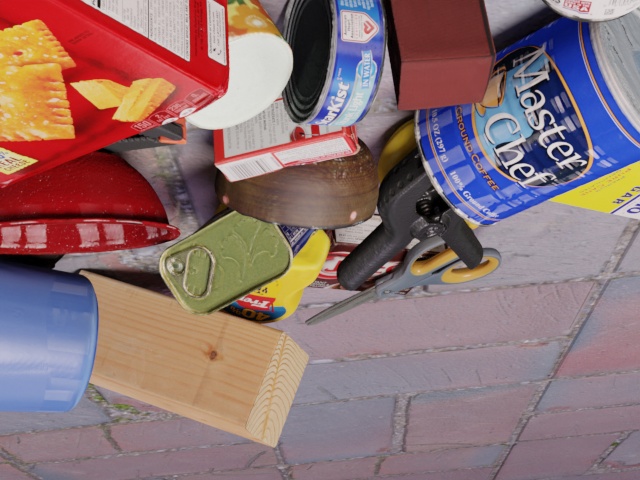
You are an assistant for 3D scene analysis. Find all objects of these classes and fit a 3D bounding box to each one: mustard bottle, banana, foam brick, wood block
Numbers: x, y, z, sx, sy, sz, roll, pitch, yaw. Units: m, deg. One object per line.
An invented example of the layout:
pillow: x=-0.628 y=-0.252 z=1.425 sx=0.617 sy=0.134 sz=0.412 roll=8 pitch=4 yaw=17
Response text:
mustard bottle: x=-0.059 y=0.029 z=0.929 sx=0.096 sy=0.058 sz=0.192 roll=23 pitch=154 yaw=-4
banana: x=0.084 y=-0.043 z=0.832 sx=0.070 sy=0.037 sz=0.197 roll=-9 pitch=157 yaw=11
foam brick: x=0.064 y=-0.120 z=0.599 sx=0.051 sy=0.078 sz=0.053 roll=-6 pitch=157 yaw=-2
wood block: x=-0.129 y=0.105 z=0.959 sx=0.206 sy=0.091 sz=0.090 roll=15 pitch=164 yaw=21

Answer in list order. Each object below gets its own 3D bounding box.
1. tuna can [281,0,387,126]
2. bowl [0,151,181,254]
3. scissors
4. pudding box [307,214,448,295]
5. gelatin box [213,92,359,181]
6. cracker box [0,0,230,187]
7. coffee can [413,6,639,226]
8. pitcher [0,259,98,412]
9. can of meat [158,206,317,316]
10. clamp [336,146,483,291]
tuna can: x=0.006 y=-0.107 z=0.604 sx=0.033 sy=0.086 sz=0.086 roll=2 pitch=156 yaw=-21
bowl: x=-0.178 y=-0.026 z=0.730 sx=0.162 sy=0.055 sz=0.162 roll=-4 pitch=173 yaw=-1
scissors: x=0.079 y=0.041 z=0.949 sx=0.096 sy=0.016 sz=0.202 roll=11 pitch=147 yaw=-31
pudding box: x=0.044 y=0.012 z=0.950 sx=0.113 sy=0.039 sz=0.090 roll=4 pitch=154 yaw=-22
gelatin box: x=-0.023 y=-0.083 z=0.671 sx=0.089 sy=0.073 sz=0.030 roll=-12 pitch=155 yaw=14
cracker box: x=-0.167 y=-0.099 z=0.469 sx=0.164 sy=0.072 sz=0.213 roll=-16 pitch=159 yaw=30
coffee can: x=0.145 y=-0.080 z=0.677 sx=0.102 sy=0.103 sz=0.141 roll=17 pitch=148 yaw=-42
pitcher: x=-0.292 y=0.074 z=0.775 sx=0.242 sy=0.149 sz=0.145 roll=9 pitch=-162 yaw=-25
can of meat: x=-0.055 y=0.001 z=0.780 sx=0.102 sy=0.057 sz=0.083 roll=-28 pitch=-170 yaw=26
clamp: x=0.086 y=-0.019 z=0.797 sx=0.120 sy=0.039 sz=0.172 roll=-10 pitch=151 yaw=-22
